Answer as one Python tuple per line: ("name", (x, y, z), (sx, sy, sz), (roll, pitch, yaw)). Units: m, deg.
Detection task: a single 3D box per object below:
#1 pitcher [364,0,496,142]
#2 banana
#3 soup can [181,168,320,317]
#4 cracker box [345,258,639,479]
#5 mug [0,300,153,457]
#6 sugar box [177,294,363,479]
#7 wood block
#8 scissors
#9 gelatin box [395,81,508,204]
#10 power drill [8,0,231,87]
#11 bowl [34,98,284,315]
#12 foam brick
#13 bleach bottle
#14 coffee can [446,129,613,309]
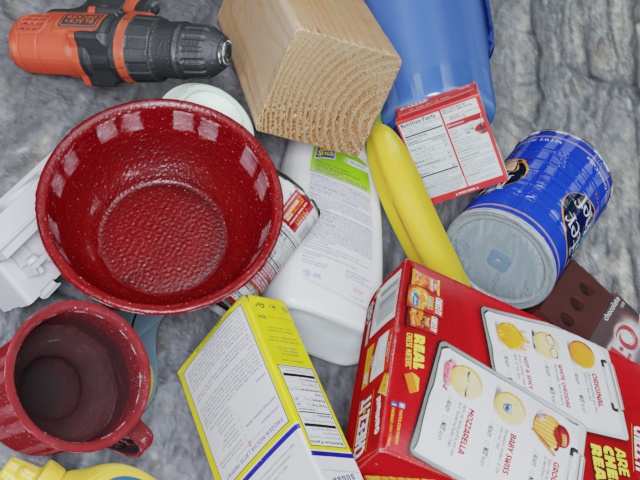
("pitcher", (0.099, -0.208, 1.003), (0.149, 0.145, 0.243), (-8, 68, 1))
("banana", (0.084, -0.018, 0.893), (0.198, 0.037, 0.069), (66, 25, -5))
("soup can", (-0.055, 0.001, 0.784), (0.068, 0.069, 0.102), (38, 75, -5))
("cracker box", (0.127, 0.130, 0.754), (0.213, 0.072, 0.164), (24, 47, -14))
("mug", (-0.158, 0.099, 0.680), (0.117, 0.082, 0.093), (39, 57, -17))
("sugar box", (-0.033, 0.131, 0.713), (0.048, 0.093, 0.176), (11, 40, -41))
("wood block", (-0.016, -0.166, 0.877), (0.090, 0.090, 0.206), (12, 30, -22))
("scissors", (-0.114, 0.066, 0.788), (0.201, 0.016, 0.096), (-25, 79, -37))
("gelatin box", (0.112, -0.082, 0.910), (0.030, 0.073, 0.089), (-84, 152, -60))
("power drill", (-0.132, -0.193, 0.853), (0.185, 0.057, 0.187), (7, 45, 18))
("bowl", (-0.107, -0.014, 0.718), (0.162, 0.055, 0.162), (3, 63, -5))
("foam brick", (0.213, 0.066, 0.951), (0.053, 0.051, 0.078), (43, 51, -1))
("bleach bottle", (0.011, -0.028, 0.886), (0.102, 0.068, 0.250), (24, 51, -21))
("coffee can", (0.188, -0.021, 0.954), (0.103, 0.103, 0.140), (44, 51, 0))
